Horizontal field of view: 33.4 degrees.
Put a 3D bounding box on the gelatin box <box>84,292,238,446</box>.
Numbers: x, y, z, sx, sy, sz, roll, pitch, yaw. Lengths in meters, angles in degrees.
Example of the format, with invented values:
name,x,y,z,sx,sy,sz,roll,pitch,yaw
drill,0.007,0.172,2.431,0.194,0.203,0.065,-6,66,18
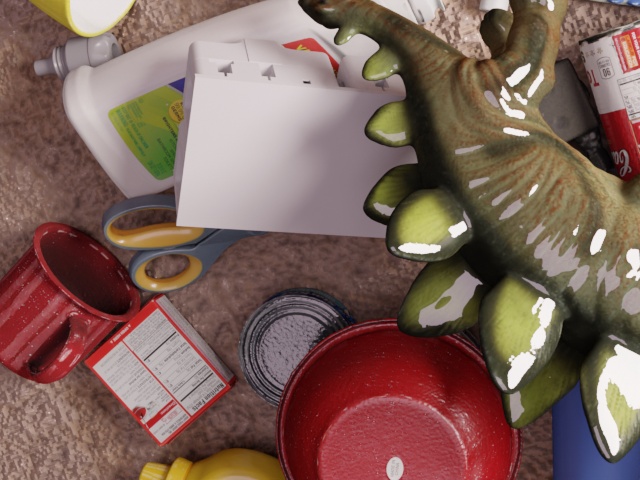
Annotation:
name,x,y,z,sx,sy,sz,roll,pitch,yaw
gelatin box,-0.117,0.096,0.791,0.073,0.030,0.089,-42,91,11

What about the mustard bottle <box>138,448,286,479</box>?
name,x,y,z,sx,sy,sz,roll,pitch,yaw
mustard bottle,-0.042,0.203,0.780,0.191,0.058,0.096,19,118,6

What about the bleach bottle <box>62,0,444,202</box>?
name,x,y,z,sx,sy,sz,roll,pitch,yaw
bleach bottle,-0.040,-0.119,0.719,0.251,0.068,0.102,-24,126,10

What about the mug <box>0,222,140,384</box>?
name,x,y,z,sx,sy,sz,roll,pitch,yaw
mug,-0.188,0.055,0.756,0.082,0.117,0.093,-44,127,17

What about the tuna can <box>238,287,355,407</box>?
name,x,y,z,sx,sy,sz,roll,pitch,yaw
tuna can,-0.014,0.078,0.770,0.086,0.033,0.086,1,99,9

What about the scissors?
name,x,y,z,sx,sy,sz,roll,pitch,yaw
scissors,-0.055,0.001,0.768,0.201,0.016,0.096,1,133,-11

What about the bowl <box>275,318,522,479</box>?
name,x,y,z,sx,sy,sz,roll,pitch,yaw
bowl,0.046,0.133,0.671,0.162,0.055,0.162,1,99,8
